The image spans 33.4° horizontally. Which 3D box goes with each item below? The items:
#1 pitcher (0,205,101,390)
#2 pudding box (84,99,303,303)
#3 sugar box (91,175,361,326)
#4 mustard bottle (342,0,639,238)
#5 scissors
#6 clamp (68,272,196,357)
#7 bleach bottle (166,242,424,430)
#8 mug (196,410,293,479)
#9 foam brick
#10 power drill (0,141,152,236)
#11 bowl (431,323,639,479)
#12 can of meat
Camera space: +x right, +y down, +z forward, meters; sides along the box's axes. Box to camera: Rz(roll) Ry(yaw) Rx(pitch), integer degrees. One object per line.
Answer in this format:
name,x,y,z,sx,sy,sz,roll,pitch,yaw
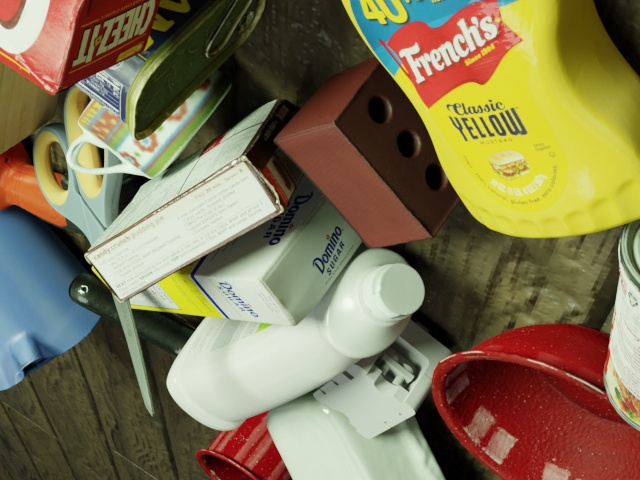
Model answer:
pitcher,-0.302,-0.005,0.905,0.149,0.144,0.242,-10,123,42
pudding box,-0.062,-0.022,0.573,0.114,0.090,0.039,-31,107,25
sugar box,-0.054,0.001,0.643,0.177,0.093,0.048,4,139,48
mustard bottle,0.060,-0.086,0.412,0.096,0.058,0.191,0,134,49
scissors,-0.140,0.005,0.654,0.096,0.016,0.202,-4,93,46
clamp,-0.099,0.089,0.872,0.210,0.036,0.164,29,174,0
bleach bottle,-0.014,0.060,0.673,0.068,0.102,0.251,39,154,-12
mug,-0.036,0.180,0.905,0.117,0.081,0.093,15,145,37
foam brick,0.028,-0.043,0.523,0.078,0.053,0.051,47,151,-19
power drill,-0.189,-0.046,0.769,0.188,0.057,0.184,26,150,22
bowl,0.144,0.096,0.591,0.162,0.055,0.162,29,151,17
can of meat,-0.087,-0.112,0.503,0.084,0.102,0.057,37,153,7
